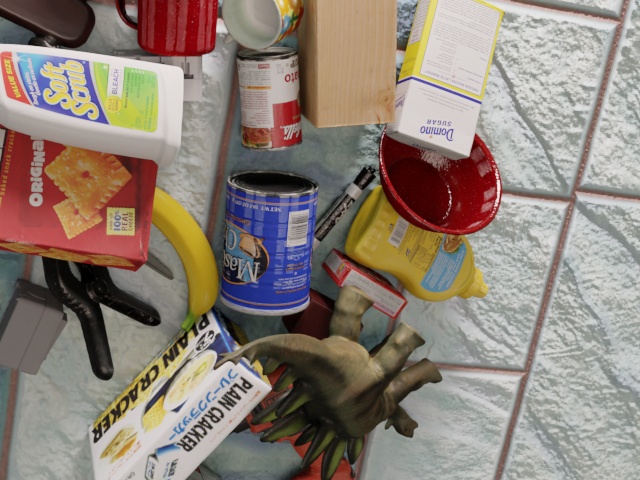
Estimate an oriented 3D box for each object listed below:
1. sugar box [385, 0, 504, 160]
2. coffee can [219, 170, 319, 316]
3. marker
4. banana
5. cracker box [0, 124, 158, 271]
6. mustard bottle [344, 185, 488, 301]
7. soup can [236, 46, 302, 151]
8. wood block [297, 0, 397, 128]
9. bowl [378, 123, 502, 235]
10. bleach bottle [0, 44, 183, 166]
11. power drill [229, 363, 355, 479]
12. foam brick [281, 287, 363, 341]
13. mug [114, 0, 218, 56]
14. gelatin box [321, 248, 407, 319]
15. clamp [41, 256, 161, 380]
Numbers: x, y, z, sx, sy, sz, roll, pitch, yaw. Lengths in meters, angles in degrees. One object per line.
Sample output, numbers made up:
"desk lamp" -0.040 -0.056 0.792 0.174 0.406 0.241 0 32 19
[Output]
"sugar box" 0.138 -0.187 1.186 0.093 0.048 0.176 18 85 -19
"coffee can" -0.058 0.001 1.195 0.102 0.103 0.140 0 108 -15
"marker" 0.023 -0.038 1.249 0.020 0.020 0.121 38 95 -23
"banana" -0.161 0.006 1.198 0.069 0.037 0.198 -31 109 -22
"cracker box" -0.276 -0.067 1.092 0.213 0.072 0.164 10 75 -19
"mustard bottle" 0.126 0.018 1.272 0.191 0.058 0.096 31 77 -23
"soup can" -0.056 -0.154 1.160 0.068 0.068 0.102 -7 110 -13
"wood block" 0.027 -0.234 1.143 0.090 0.090 0.206 -6 110 -13
"bowl" 0.126 -0.069 1.220 0.161 0.055 0.162 12 60 -23
"bleach bottle" -0.263 -0.137 1.041 0.250 0.068 0.102 5 74 -17
"power drill" -0.053 0.250 1.308 0.184 0.057 0.187 -27 113 -5
"foam brick" 0.002 0.098 1.273 0.078 0.051 0.053 29 100 -22
"mug" -0.158 -0.239 1.099 0.117 0.093 0.081 11 113 13
"gelatin box" 0.052 0.050 1.258 0.089 0.073 0.030 30 98 -22
"clamp" -0.253 0.067 1.169 0.039 0.120 0.171 -28 114 31
